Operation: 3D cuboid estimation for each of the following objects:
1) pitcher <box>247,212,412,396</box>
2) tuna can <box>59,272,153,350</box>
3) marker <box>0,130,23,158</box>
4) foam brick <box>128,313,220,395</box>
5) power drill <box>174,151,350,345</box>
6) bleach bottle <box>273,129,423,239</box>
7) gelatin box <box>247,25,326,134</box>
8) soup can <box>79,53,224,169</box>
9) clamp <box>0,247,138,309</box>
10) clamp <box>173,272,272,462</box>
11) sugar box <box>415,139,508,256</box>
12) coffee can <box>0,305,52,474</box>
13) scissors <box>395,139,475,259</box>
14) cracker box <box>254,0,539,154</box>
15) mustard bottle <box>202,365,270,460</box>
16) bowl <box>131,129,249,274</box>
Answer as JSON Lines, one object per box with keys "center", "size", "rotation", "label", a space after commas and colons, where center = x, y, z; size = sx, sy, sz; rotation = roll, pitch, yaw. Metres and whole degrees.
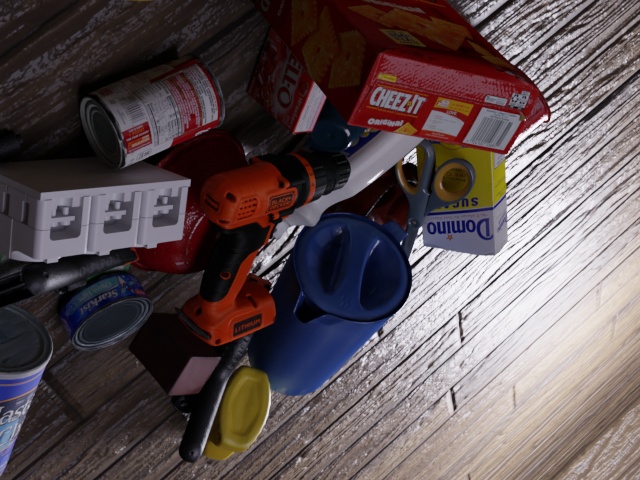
{"center": [0.006, 0.078, 1.210], "size": [0.149, 0.145, 0.243], "rotation": [5, 149, -18], "label": "pitcher"}
{"center": [-0.208, 0.069, 1.037], "size": [0.086, 0.034, 0.086], "rotation": [-28, 157, -13], "label": "tuna can"}
{"center": [-0.284, -0.057, 0.819], "size": [0.120, 0.020, 0.020], "rotation": [-27, 145, -32], "label": "marker"}
{"center": [-0.156, 0.121, 1.144], "size": [0.051, 0.078, 0.053], "rotation": [11, 117, -55], "label": "foam brick"}
{"center": [-0.057, 0.001, 1.024], "size": [0.184, 0.057, 0.188], "rotation": [-16, 134, -46], "label": "power drill"}
{"center": [0.037, -0.096, 1.105], "size": [0.251, 0.103, 0.068], "rotation": [-46, 148, -2], "label": "bleach bottle"}
{"center": [-0.024, -0.155, 0.984], "size": [0.030, 0.073, 0.089], "rotation": [-12, 136, -45], "label": "gelatin box"}
{"center": [-0.141, -0.108, 0.895], "size": [0.102, 0.069, 0.068], "rotation": [-28, 146, -29], "label": "soup can"}
{"center": [-0.231, 0.030, 0.918], "size": [0.120, 0.039, 0.171], "rotation": [-13, -177, 29], "label": "clamp"}
{"center": [-0.116, 0.134, 1.210], "size": [0.036, 0.165, 0.210], "rotation": [25, 89, -15], "label": "clamp"}
{"center": [0.155, -0.071, 1.176], "size": [0.048, 0.093, 0.176], "rotation": [-38, 129, -50], "label": "sugar box"}
{"center": [-0.306, 0.135, 0.938], "size": [0.102, 0.103, 0.140], "rotation": [-6, 131, -49], "label": "coffee can"}
{"center": [0.124, -0.026, 1.183], "size": [0.016, 0.096, 0.202], "rotation": [-59, 151, -46], "label": "scissors"}
{"center": [0.060, -0.165, 0.897], "size": [0.163, 0.214, 0.072], "rotation": [7, 123, -31], "label": "cracker box"}
{"center": [-0.113, 0.215, 1.286], "size": [0.192, 0.058, 0.096], "rotation": [136, -31, -65], "label": "mustard bottle"}
{"center": [-0.113, -0.024, 1.029], "size": [0.162, 0.055, 0.162], "rotation": [-39, 152, -26], "label": "bowl"}
